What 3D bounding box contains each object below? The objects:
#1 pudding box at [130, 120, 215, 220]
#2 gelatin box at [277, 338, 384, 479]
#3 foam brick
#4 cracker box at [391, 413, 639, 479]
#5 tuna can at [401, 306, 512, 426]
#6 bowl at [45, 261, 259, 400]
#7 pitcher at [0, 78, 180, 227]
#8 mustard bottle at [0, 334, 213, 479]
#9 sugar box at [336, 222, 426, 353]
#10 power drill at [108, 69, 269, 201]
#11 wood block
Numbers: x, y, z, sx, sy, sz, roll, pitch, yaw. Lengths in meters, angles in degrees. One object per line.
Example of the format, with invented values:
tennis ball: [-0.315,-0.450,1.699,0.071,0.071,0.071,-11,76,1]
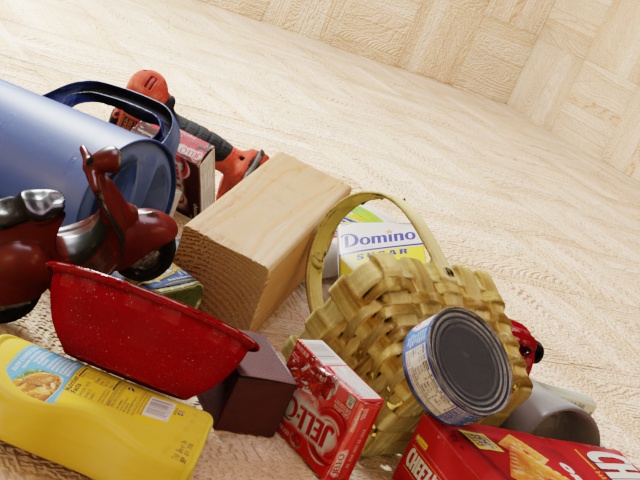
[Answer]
pudding box: [-0.163,-0.080,1.195,0.090,0.113,0.039,28,60,14]
gelatin box: [0.001,0.129,0.817,0.030,0.073,0.089,9,22,-41]
foam brick: [-0.062,0.109,0.833,0.052,0.051,0.078,15,19,-29]
cracker box: [0.185,0.213,0.802,0.213,0.072,0.164,14,18,-29]
tuna can: [0.102,0.095,0.799,0.086,0.034,0.086,23,51,-31]
bowl: [-0.126,0.071,0.749,0.162,0.055,0.162,20,-12,4]
pitcher: [-0.259,-0.082,1.009,0.243,0.145,0.149,27,24,25]
mustard bottle: [-0.168,0.107,0.684,0.191,0.058,0.096,23,13,-1]
sugar box: [0.064,0.044,1.094,0.093,0.048,0.176,-1,36,-1]
power drill: [-0.165,-0.105,1.260,0.187,0.057,0.185,32,-27,-8]
wood block: [-0.056,0.002,1.026,0.090,0.091,0.205,27,30,11]
